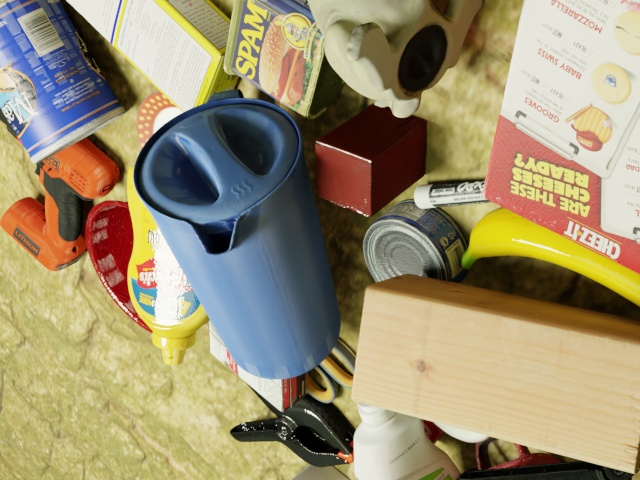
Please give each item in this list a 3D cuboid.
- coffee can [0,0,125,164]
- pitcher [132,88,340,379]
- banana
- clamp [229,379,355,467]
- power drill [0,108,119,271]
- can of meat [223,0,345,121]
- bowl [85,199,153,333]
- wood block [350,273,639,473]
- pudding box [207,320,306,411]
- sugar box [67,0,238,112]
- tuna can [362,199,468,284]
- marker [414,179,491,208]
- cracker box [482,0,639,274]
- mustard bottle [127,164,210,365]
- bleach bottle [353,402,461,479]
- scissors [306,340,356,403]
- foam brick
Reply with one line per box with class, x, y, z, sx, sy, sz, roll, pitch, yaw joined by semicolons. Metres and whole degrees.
coffee can;-0.268;-0.159;1.028;0.103;0.102;0.140;-19;104;50
pitcher;-0.056;0.001;0.902;0.145;0.149;0.243;29;152;34
banana;0.184;0.012;0.768;0.198;0.037;0.069;18;149;37
clamp;-0.033;0.193;1.110;0.172;0.039;0.120;30;137;25
power drill;-0.307;-0.068;1.170;0.184;0.057;0.188;40;139;15
can of meat;-0.021;-0.154;0.827;0.084;0.057;0.102;35;138;17
bowl;-0.167;0.019;1.100;0.162;0.055;0.162;25;134;30
wood block;0.138;0.090;0.772;0.206;0.090;0.091;11;99;25
pudding box;-0.063;0.103;1.049;0.114;0.039;0.090;34;143;28
sugar box;-0.143;-0.192;0.927;0.176;0.048;0.093;47;141;13
tuna can;0.077;0.012;0.870;0.086;0.033;0.086;25;134;30
marker;0.122;-0.037;0.802;0.121;0.020;0.020;-3;116;46
cracker box;0.199;-0.091;0.645;0.164;0.072;0.214;30;136;27
mustard bottle;-0.134;0.026;0.993;0.096;0.058;0.192;11;109;22
bleach bottle;0.096;0.232;0.949;0.068;0.102;0.251;7;127;51
scissors;-0.041;0.088;1.058;0.202;0.016;0.096;36;138;20
foam brick;0.039;-0.062;0.818;0.053;0.078;0.051;24;132;31
